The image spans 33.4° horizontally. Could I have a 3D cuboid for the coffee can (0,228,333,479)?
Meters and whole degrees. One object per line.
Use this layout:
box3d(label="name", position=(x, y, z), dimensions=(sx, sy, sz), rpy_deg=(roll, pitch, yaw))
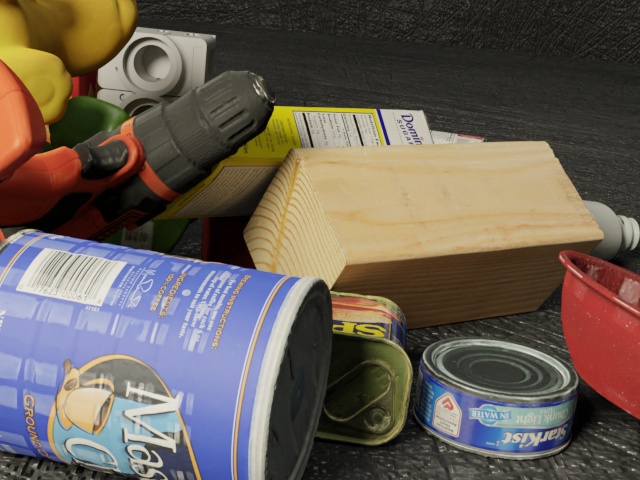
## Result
box3d(label="coffee can", position=(-0.075, 0.056, 0.478), dimensions=(0.140, 0.103, 0.102), rpy_deg=(9, 17, 13))

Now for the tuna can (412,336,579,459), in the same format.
box3d(label="tuna can", position=(0.094, 0.082, 0.570), dimensions=(0.086, 0.034, 0.086), rpy_deg=(5, 16, -2))

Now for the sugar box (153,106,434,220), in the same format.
box3d(label="sugar box", position=(-0.018, -0.052, 0.709), dimensions=(0.175, 0.048, 0.094), rpy_deg=(-6, -17, -38))

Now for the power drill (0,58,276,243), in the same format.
box3d(label="power drill", position=(-0.128, -0.042, 0.548), dimensions=(0.185, 0.057, 0.187), rpy_deg=(-31, -14, 17))

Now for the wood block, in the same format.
box3d(label="wood block", position=(0.068, -0.003, 0.696), dimensions=(0.205, 0.091, 0.090), rpy_deg=(-5, 56, -32))

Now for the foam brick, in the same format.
box3d(label="foam brick", position=(-0.055, 0.001, 0.766), dimensions=(0.053, 0.051, 0.078), rpy_deg=(2, 16, -13))

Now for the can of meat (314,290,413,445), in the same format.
box3d(label="can of meat", position=(-0.003, 0.062, 0.568), dimensions=(0.102, 0.057, 0.084), rpy_deg=(7, 13, 4))
